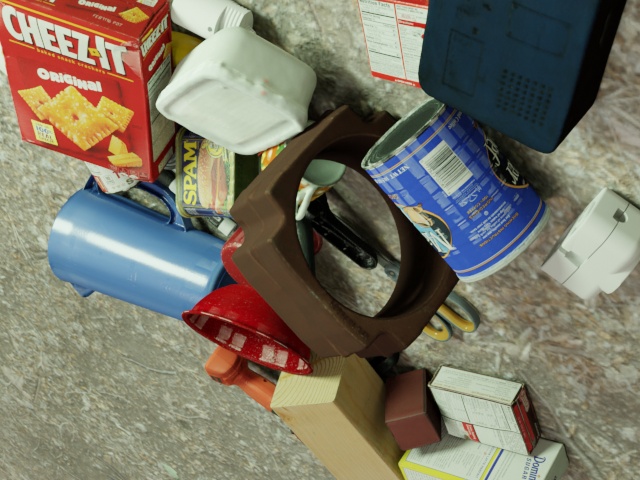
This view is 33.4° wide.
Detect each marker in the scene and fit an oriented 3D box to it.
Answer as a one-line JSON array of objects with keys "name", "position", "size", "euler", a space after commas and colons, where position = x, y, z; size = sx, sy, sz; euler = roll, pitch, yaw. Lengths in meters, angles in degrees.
[{"name": "marker", "position": [-0.153, -0.050, 1.288], "size": [0.121, 0.020, 0.020], "euler": [39, 147, 2]}]

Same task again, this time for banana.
[{"name": "banana", "position": [-0.181, -0.193, 1.134], "size": [0.069, 0.037, 0.198], "euler": [37, 153, -30]}]

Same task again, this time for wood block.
[{"name": "wood block", "position": [0.039, 0.220, 1.297], "size": [0.091, 0.090, 0.206], "euler": [-10, 134, 32]}]

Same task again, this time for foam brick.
[{"name": "foam brick", "position": [0.110, 0.199, 1.259], "size": [0.051, 0.078, 0.053], "euler": [-19, 121, 17]}]

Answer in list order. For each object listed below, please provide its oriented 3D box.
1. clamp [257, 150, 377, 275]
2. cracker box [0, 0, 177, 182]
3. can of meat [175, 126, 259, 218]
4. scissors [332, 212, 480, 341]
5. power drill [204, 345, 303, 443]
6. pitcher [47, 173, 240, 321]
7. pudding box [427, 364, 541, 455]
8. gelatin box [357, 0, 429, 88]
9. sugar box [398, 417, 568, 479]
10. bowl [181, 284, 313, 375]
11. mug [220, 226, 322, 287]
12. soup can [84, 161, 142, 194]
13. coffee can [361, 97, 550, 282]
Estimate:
[{"name": "clamp", "position": [-0.007, -0.025, 1.115], "size": [0.039, 0.120, 0.171], "euler": [-29, 78, 39]}, {"name": "cracker box", "position": [-0.236, -0.168, 1.091], "size": [0.164, 0.072, 0.214], "euler": [19, 145, 9]}, {"name": "can of meat", "position": [-0.107, -0.073, 1.151], "size": [0.084, 0.057, 0.102], "euler": [5, 97, 38]}, {"name": "scissors", "position": [0.083, 0.047, 1.173], "size": [0.202, 0.016, 0.096], "euler": [33, 146, 11]}, {"name": "power drill", "position": [-0.066, 0.210, 1.436], "size": [0.188, 0.057, 0.184], "euler": [36, 167, 11]}, {"name": "pitcher", "position": [-0.208, 0.016, 1.337], "size": [0.243, 0.145, 0.149], "euler": [19, 154, 23]}, {"name": "pudding box", "position": [0.188, 0.194, 1.223], "size": [0.114, 0.039, 0.090], "euler": [7, 135, 37]}, {"name": "gelatin box", "position": [0.074, -0.175, 0.906], "size": [0.073, 0.030, 0.089], "euler": [19, 141, 31]}, {"name": "sugar box", "position": [0.191, 0.263, 1.252], "size": [0.176, 0.093, 0.048], "euler": [12, 139, 36]}, {"name": "bowl", "position": [-0.073, 0.094, 1.208], "size": [0.162, 0.055, 0.162], "euler": [21, 162, 7]}, {"name": "mug", "position": [-0.058, 0.001, 1.197], "size": [0.093, 0.081, 0.117], "euler": [28, 145, 18]}, {"name": "soup can", "position": [-0.253, -0.114, 1.266], "size": [0.069, 0.068, 0.102], "euler": [7, 136, 39]}, {"name": "coffee can", "position": [0.120, -0.047, 0.945], "size": [0.140, 0.102, 0.103], "euler": [48, 146, -12]}]
